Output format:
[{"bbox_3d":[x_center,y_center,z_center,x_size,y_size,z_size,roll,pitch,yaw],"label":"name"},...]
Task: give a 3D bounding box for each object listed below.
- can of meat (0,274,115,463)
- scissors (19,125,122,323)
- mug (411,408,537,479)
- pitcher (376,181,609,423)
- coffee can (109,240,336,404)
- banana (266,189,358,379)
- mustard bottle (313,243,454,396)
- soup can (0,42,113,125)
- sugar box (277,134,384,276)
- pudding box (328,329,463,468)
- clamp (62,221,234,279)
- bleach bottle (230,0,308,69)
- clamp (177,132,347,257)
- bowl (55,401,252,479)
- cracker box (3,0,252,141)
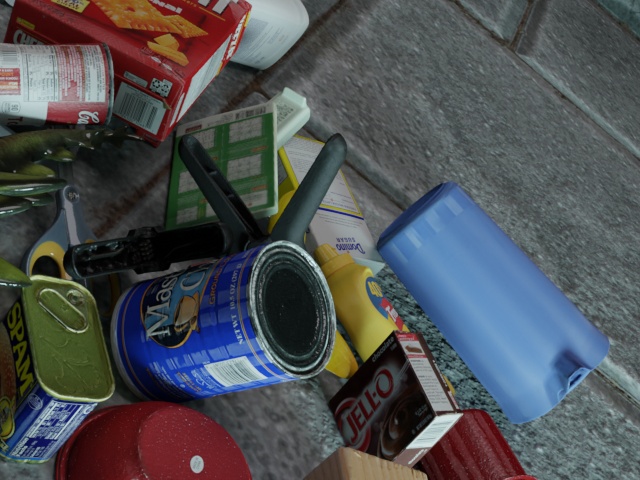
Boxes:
[{"bbox_3d":[-0.192,0.089,0.731,0.057,0.084,0.102,13,41,-39],"label":"can of meat"},{"bbox_3d":[-0.217,-0.026,0.859,0.096,0.016,0.202,-12,77,-50],"label":"scissors"},{"bbox_3d":[0.123,0.208,0.949,0.117,0.093,0.081,-17,51,-14],"label":"mug"},{"bbox_3d":[0.171,0.061,1.117,0.243,0.149,0.144,49,40,-3],"label":"pitcher"},{"bbox_3d":[-0.074,0.065,0.809,0.102,0.141,0.103,27,55,-47],"label":"coffee can"},{"bbox_3d":[-0.014,0.034,0.981,0.037,0.070,0.198,40,39,-69],"label":"banana"},{"bbox_3d":[0.051,0.084,1.020,0.192,0.058,0.096,55,10,16],"label":"mustard bottle"},{"bbox_3d":[-0.224,-0.127,0.862,0.102,0.069,0.068,-3,49,-22],"label":"soup can"},{"bbox_3d":[-0.005,-0.036,1.142,0.093,0.048,0.176,12,45,-40],"label":"sugar box"},{"bbox_3d":[0.062,0.146,0.920,0.039,0.114,0.090,7,44,-40],"label":"pudding box"},{"bbox_3d":[-0.141,0.009,0.820,0.120,0.172,0.039,-4,87,-18],"label":"clamp"},{"bbox_3d":[-0.124,-0.263,1.213,0.250,0.103,0.068,5,46,-56],"label":"bleach bottle"},{"bbox_3d":[-0.056,0.001,0.940,0.165,0.210,0.036,10,16,27],"label":"clamp"},{"bbox_3d":[-0.103,0.171,0.758,0.162,0.055,0.162,29,33,-22],"label":"bowl"},{"bbox_3d":[-0.174,-0.199,1.004,0.164,0.072,0.213,27,34,-2],"label":"cracker box"}]
